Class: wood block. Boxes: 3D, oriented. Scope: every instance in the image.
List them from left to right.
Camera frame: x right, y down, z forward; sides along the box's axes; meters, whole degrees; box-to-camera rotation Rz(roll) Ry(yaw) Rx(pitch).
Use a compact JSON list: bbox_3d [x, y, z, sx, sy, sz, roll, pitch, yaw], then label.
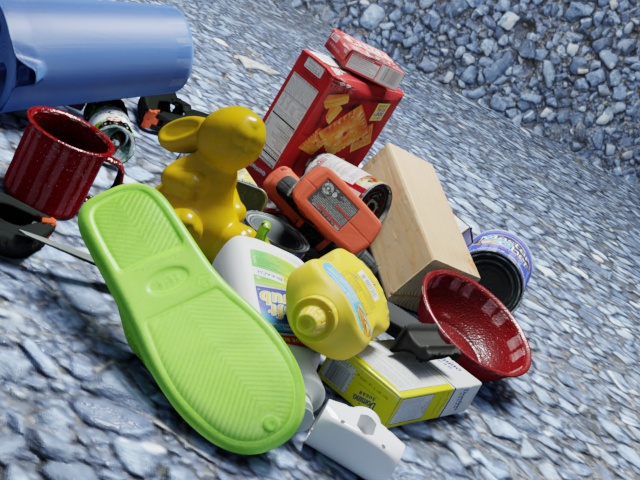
[{"bbox_3d":[0.117,-0.015,1.388,0.090,0.090,0.206,23,37,-39],"label":"wood block"}]

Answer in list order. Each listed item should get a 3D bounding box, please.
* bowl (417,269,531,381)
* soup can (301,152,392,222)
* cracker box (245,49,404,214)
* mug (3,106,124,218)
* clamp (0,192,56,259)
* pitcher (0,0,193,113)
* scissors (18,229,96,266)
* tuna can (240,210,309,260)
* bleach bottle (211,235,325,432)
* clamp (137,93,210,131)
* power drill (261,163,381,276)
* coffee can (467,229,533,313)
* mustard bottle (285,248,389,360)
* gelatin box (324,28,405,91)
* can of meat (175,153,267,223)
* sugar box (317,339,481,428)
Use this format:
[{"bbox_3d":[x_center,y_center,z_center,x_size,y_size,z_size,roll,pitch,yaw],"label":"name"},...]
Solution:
[{"bbox_3d":[0.170,0.111,1.259,0.162,0.055,0.162,27,32,-19],"label":"bowl"},{"bbox_3d":[0.032,-0.062,1.360,0.102,0.068,0.068,32,16,35],"label":"soup can"},{"bbox_3d":[-0.005,-0.133,1.414,0.072,0.214,0.163,44,23,31],"label":"cracker box"},{"bbox_3d":[-0.255,-0.073,1.075,0.117,0.082,0.093,19,21,-31],"label":"mug"},{"bbox_3d":[-0.299,-0.013,0.921,0.171,0.039,0.120,16,34,-43],"label":"clamp"},{"bbox_3d":[-0.282,-0.227,1.259,0.242,0.145,0.149,-9,75,-36],"label":"pitcher"},{"bbox_3d":[-0.177,0.039,0.977,0.201,0.016,0.096,17,26,-51],"label":"scissors"},{"bbox_3d":[-0.058,0.002,1.262,0.086,0.034,0.086,27,18,-10],"label":"tuna can"},{"bbox_3d":[-0.040,0.092,1.010,0.102,0.068,0.251,25,21,-26],"label":"bleach bottle"},{"bbox_3d":[-0.211,-0.189,1.527,0.165,0.036,0.209,35,19,13],"label":"clamp"},{"bbox_3d":[0.013,-0.018,1.260,0.184,0.057,0.188,44,-10,-6],"label":"power drill"},{"bbox_3d":[0.240,0.048,1.493,0.103,0.103,0.140,33,18,7],"label":"coffee can"},{"bbox_3d":[0.012,0.062,0.990,0.096,0.058,0.191,60,14,3],"label":"mustard bottle"},{"bbox_3d":[0.057,-0.234,1.377,0.089,0.030,0.073,20,22,-30],"label":"gelatin box"},{"bbox_3d":[-0.126,-0.066,1.303,0.102,0.057,0.084,19,20,-30],"label":"can of meat"},{"bbox_3d":[0.084,0.143,1.092,0.093,0.048,0.175,38,16,31],"label":"sugar box"}]
